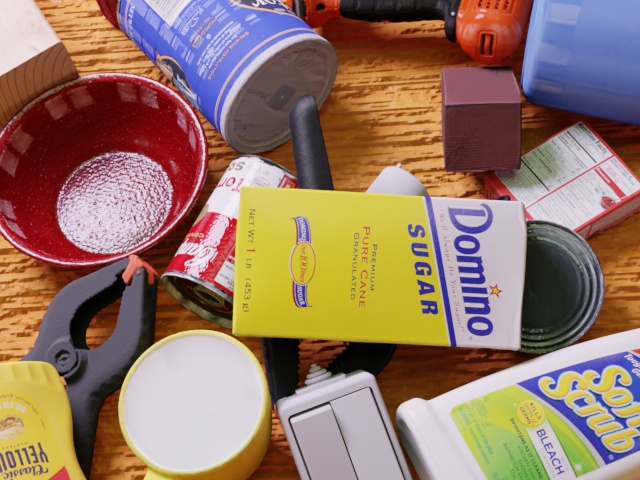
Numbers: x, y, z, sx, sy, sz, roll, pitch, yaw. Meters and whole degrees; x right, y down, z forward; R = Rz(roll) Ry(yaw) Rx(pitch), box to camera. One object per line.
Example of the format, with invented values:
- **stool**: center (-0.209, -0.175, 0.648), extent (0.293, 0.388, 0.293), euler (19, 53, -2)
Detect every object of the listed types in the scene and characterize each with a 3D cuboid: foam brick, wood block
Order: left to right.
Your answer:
- **wood block**: center (-0.272, -0.173, 0.835), extent (0.090, 0.090, 0.206), euler (-32, 64, -11)
- **foam brick**: center (0.112, -0.086, 0.749), extent (0.053, 0.051, 0.078), euler (-1, 27, 6)

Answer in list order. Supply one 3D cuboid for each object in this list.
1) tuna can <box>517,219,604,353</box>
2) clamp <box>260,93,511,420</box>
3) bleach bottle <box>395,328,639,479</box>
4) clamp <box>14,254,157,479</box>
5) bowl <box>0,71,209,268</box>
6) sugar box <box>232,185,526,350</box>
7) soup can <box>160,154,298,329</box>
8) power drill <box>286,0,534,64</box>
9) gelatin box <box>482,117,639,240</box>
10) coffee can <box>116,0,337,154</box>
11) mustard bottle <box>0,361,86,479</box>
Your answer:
- **tuna can**: center (0.141, 0.030, 0.695), extent (0.086, 0.033, 0.086), euler (-1, 88, 18)
- **clamp**: center (0.029, 0.027, 0.704), extent (0.164, 0.036, 0.210), euler (19, 84, -10)
- **bleach bottle**: center (0.180, 0.099, 0.658), extent (0.250, 0.068, 0.102), euler (-23, 67, -9)
- **clamp**: center (-0.158, 0.092, 0.700), extent (0.120, 0.039, 0.171), euler (42, 90, 15)
- **bowl**: center (-0.156, -0.041, 0.772), extent (0.162, 0.055, 0.162), euler (-3, 62, 5)
- **sugar box**: center (0.036, 0.017, 0.658), extent (0.176, 0.048, 0.093), euler (2, 89, 0)
- **soup can**: center (-0.055, 0.001, 0.730), extent (0.068, 0.068, 0.102), euler (22, 67, 16)
- **power drill**: center (0.077, -0.209, 0.823), extent (0.188, 0.057, 0.184), euler (7, 44, 15)
- **gelatin box**: center (0.171, -0.034, 0.747), extent (0.089, 0.030, 0.073), euler (-30, 62, -10)
- **coffee can**: center (-0.070, -0.147, 0.792), extent (0.102, 0.103, 0.140), euler (-37, 64, -13)
- **mustard bottle**: center (-0.170, 0.166, 0.612), extent (0.096, 0.058, 0.192), euler (-6, 61, -40)
